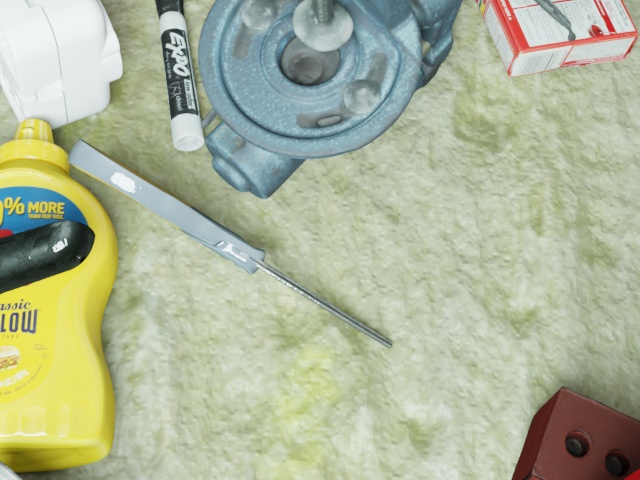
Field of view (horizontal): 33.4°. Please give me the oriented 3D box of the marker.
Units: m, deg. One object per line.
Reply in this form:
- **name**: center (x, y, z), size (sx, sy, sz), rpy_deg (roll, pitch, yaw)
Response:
- **marker**: center (-0.088, -0.110, 0.656), size (0.020, 0.020, 0.121), rpy_deg (-6, 64, -11)

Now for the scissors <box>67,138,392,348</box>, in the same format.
- **scissors**: center (-0.054, 0.001, 0.596), size (0.201, 0.096, 0.016), rpy_deg (33, 88, -24)

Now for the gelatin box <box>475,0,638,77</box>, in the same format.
- **gelatin box**: center (0.155, -0.150, 0.706), size (0.089, 0.030, 0.073), rpy_deg (-11, 64, -13)

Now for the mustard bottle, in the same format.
- **mustard bottle**: center (-0.155, 0.021, 0.556), size (0.096, 0.058, 0.191), rpy_deg (-5, 63, 2)
